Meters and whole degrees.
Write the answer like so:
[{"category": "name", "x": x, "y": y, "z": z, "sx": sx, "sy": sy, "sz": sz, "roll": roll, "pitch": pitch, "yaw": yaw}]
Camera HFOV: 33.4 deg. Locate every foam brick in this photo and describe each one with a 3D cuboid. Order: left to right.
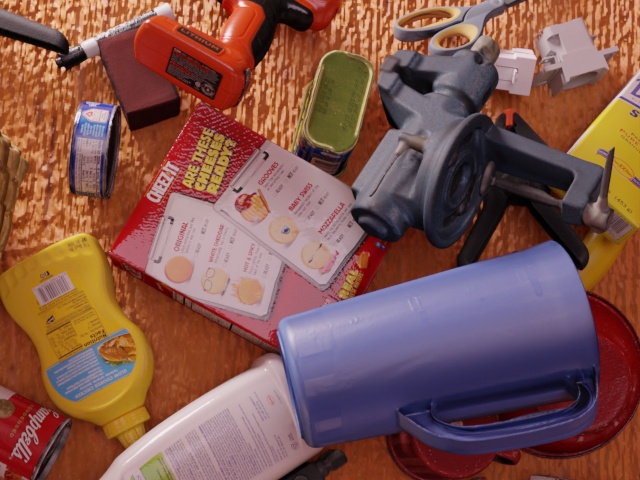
[{"category": "foam brick", "x": -0.168, "y": -0.150, "z": 0.991, "sx": 0.051, "sy": 0.053, "sz": 0.078, "roll": -21, "pitch": 81, "yaw": -12}]

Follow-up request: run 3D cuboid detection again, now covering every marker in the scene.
[{"category": "marker", "x": -0.196, "y": -0.193, "z": 1.014, "sx": 0.121, "sy": 0.020, "sz": 0.020, "roll": -28, "pitch": 83, "yaw": -12}]

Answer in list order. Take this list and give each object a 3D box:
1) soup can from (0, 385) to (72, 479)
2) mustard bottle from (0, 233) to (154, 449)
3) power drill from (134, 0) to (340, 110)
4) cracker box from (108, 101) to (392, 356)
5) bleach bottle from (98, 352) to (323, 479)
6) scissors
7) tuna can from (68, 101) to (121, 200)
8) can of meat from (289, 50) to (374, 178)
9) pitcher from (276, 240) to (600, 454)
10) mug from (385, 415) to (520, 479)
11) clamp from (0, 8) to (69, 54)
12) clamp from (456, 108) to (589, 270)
[{"category": "soup can", "x": -0.271, "y": 0.160, "z": 0.901, "sx": 0.102, "sy": 0.068, "sz": 0.068, "roll": 26, "pitch": 76, "yaw": 1}, {"category": "mustard bottle", "x": -0.200, "y": 0.097, "z": 0.930, "sx": 0.096, "sy": 0.058, "sz": 0.191, "roll": -28, "pitch": 83, "yaw": -2}, {"category": "power drill", "x": -0.092, "y": -0.219, "z": 0.983, "sx": 0.184, "sy": 0.057, "sz": 0.187, "roll": 30, "pitch": 53, "yaw": 2}, {"category": "cracker box", "x": -0.056, "y": 0.001, "z": 0.965, "sx": 0.213, "sy": 0.072, "sz": 0.164, "roll": 29, "pitch": 75, "yaw": 0}, {"category": "bleach bottle", "x": -0.124, "y": 0.193, "z": 0.890, "sx": 0.250, "sy": 0.068, "sz": 0.102, "roll": -26, "pitch": 82, "yaw": -25}, {"category": "scissors", "x": 0.172, "y": -0.219, "z": 1.049, "sx": 0.201, "sy": 0.016, "sz": 0.096, "roll": -14, "pitch": 42, "yaw": -10}, {"category": "tuna can", "x": -0.201, "y": -0.081, "z": 0.955, "sx": 0.033, "sy": 0.086, "sz": 0.086, "roll": 7, "pitch": 77, "yaw": -5}, {"category": "can of meat", "x": 0.011, "y": -0.116, "z": 0.992, "sx": 0.057, "sy": 0.084, "sz": 0.102, "roll": 15, "pitch": 77, "yaw": -5}, {"category": "pitcher", "x": 0.094, "y": 0.096, "z": 0.856, "sx": 0.242, "sy": 0.149, "sz": 0.145, "roll": -13, "pitch": 89, "yaw": -4}, {"category": "mug", "x": 0.122, "y": 0.175, "z": 0.946, "sx": 0.117, "sy": 0.081, "sz": 0.093, "roll": 23, "pitch": 76, "yaw": -2}, {"category": "clamp", "x": -0.357, "y": -0.201, "z": 0.984, "sx": 0.164, "sy": 0.036, "sz": 0.210, "roll": -41, "pitch": 83, "yaw": -8}, {"category": "clamp", "x": 0.177, "y": -0.041, "z": 1.016, "sx": 0.120, "sy": 0.039, "sz": 0.171, "roll": -9, "pitch": 66, "yaw": -3}]
